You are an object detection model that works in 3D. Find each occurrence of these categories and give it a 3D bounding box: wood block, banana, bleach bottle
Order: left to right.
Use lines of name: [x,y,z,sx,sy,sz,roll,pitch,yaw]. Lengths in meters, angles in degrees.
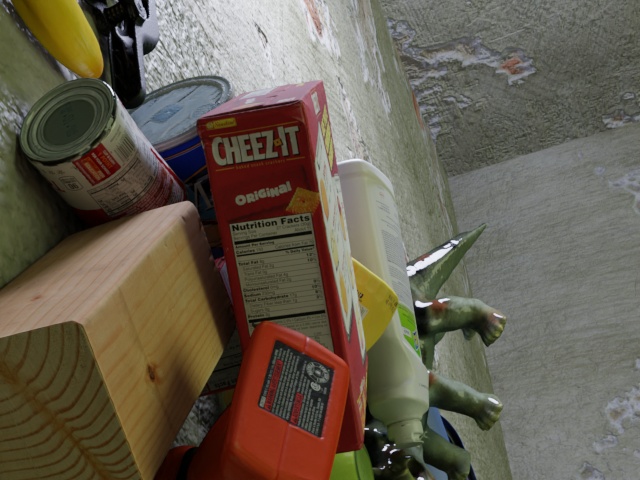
banana: [-0.190,-0.186,0.691,0.069,0.037,0.198,-81,153,-61]
wood block: [-0.118,0.055,0.572,0.206,0.090,0.091,-66,139,-72]
bleach bottle: [0.050,0.060,0.956,0.102,0.068,0.251,30,45,-61]

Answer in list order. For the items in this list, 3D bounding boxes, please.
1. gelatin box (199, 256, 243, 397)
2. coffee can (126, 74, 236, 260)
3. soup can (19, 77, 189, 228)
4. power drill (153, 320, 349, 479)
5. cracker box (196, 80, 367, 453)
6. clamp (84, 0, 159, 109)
gelatin box: [-0.086,0.064,0.741,0.030,0.073,0.089,-73,145,-70]
coffee can: [-0.087,-0.038,0.803,0.103,0.103,0.140,-87,158,-57]
soup can: [-0.135,-0.046,0.678,0.102,0.068,0.068,58,20,-50]
power drill: [-0.060,0.145,0.549,0.057,0.188,0.184,28,36,-13]
cracker box: [-0.019,0.012,0.693,0.164,0.072,0.214,-73,153,-77]
clamp: [-0.160,-0.183,0.822,0.171,0.039,0.120,-98,171,-60]
